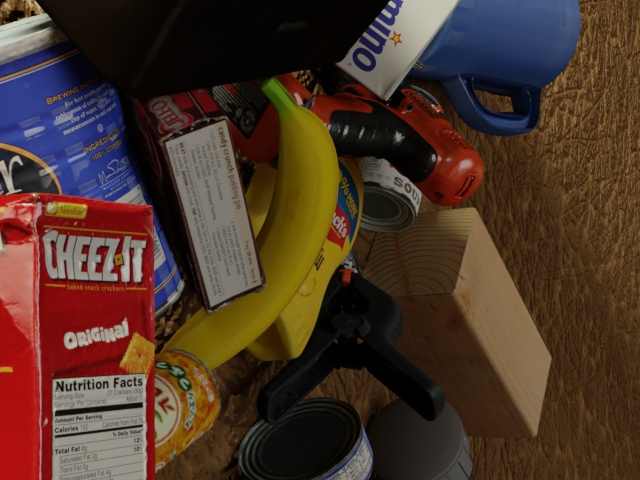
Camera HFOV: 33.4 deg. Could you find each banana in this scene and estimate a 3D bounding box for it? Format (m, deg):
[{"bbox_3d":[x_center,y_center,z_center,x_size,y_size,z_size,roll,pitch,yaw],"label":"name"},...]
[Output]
[{"bbox_3d":[-0.035,0.003,0.627,0.037,0.069,0.198,-98,-151,-73],"label":"banana"}]

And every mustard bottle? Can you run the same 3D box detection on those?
[{"bbox_3d":[-0.015,-0.015,0.741,0.096,0.058,0.191,57,41,-29],"label":"mustard bottle"}]

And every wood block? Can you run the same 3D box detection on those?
[{"bbox_3d":[0.121,0.077,0.923,0.206,0.090,0.090,56,42,-38],"label":"wood block"}]

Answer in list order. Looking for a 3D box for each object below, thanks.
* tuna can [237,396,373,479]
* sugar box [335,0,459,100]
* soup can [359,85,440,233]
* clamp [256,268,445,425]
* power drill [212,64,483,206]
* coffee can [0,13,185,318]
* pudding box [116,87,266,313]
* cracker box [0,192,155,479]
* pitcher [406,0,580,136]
[{"bbox_3d":[-0.009,0.144,0.705,0.086,0.086,0.034,-53,132,-47],"label":"tuna can"},{"bbox_3d":[-0.002,-0.175,0.662,0.176,0.093,0.048,36,13,-1],"label":"sugar box"},{"bbox_3d":[0.054,-0.066,0.851,0.068,0.069,0.102,50,47,-44],"label":"soup can"},{"bbox_3d":[0.010,0.074,0.744,0.171,0.120,0.039,-109,-160,-63],"label":"clamp"},{"bbox_3d":[0.003,-0.097,0.723,0.187,0.185,0.057,4,123,-45],"label":"power drill"},{"bbox_3d":[-0.134,-0.027,0.503,0.102,0.103,0.140,-44,123,-52],"label":"coffee can"},{"bbox_3d":[-0.067,-0.034,0.537,0.090,0.039,0.113,-125,-163,-46],"label":"pudding box"},{"bbox_3d":[-0.147,0.094,0.410,0.072,0.164,0.214,7,81,-60],"label":"cracker box"},{"bbox_3d":[0.123,-0.183,0.922,0.242,0.149,0.145,-9,133,-55],"label":"pitcher"}]
